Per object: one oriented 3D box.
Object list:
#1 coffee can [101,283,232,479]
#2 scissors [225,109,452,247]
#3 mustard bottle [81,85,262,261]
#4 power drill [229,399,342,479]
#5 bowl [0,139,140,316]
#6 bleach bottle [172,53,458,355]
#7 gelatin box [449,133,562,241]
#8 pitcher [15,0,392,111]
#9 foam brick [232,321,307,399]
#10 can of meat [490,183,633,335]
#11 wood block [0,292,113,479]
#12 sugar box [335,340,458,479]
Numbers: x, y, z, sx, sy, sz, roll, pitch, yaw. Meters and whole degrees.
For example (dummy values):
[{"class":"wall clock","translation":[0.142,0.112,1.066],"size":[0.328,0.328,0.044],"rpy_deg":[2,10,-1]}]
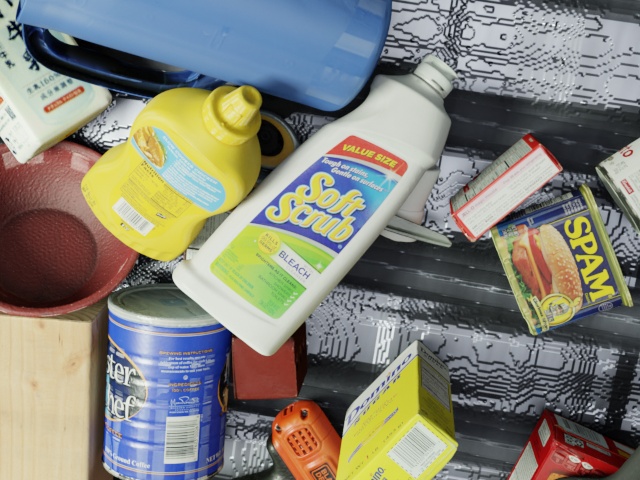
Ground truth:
[{"class":"coffee can","translation":[-0.125,0.116,0.876],"size":[0.103,0.102,0.140],"rpy_deg":[6,103,3]},{"class":"scissors","translation":[0.007,-0.050,0.836],"size":[0.202,0.016,0.096],"rpy_deg":[5,104,3]},{"class":"mustard bottle","translation":[-0.098,-0.058,0.776],"size":[0.096,0.058,0.192],"rpy_deg":[43,139,-10]},{"class":"power drill","translation":[-0.035,0.251,0.923],"size":[0.188,0.057,0.184],"rpy_deg":[-31,97,8]},{"class":"bowl","translation":[-0.224,-0.002,0.859],"size":[0.162,0.055,0.162],"rpy_deg":[5,61,-9]},{"class":"bleach bottle","translation":[0.006,-0.039,0.799],"size":[0.102,0.068,0.251],"rpy_deg":[39,93,-1]},{"class":"gelatin box","translation":[0.143,-0.042,0.836],"size":[0.089,0.073,0.030],"rpy_deg":[-41,96,11]},{"class":"pitcher","translation":[-0.083,-0.168,0.741],"size":[0.242,0.149,0.145],"rpy_deg":[17,84,-21]},{"class":"foam brick","translation":[-0.041,0.093,0.877],"size":[0.051,0.078,0.053],"rpy_deg":[-1,102,6]},{"class":"can of meat","translation":[0.191,0.017,0.854],"size":[0.084,0.057,0.102],"rpy_deg":[-21,99,11]},{"class":"wood block","translation":[-0.226,0.151,0.898],"size":[0.090,0.090,0.206],"rpy_deg":[4,103,4]},{"class":"sugar box","translation":[0.058,0.145,0.830],"size":[0.048,0.176,0.093],"rpy_deg":[42,101,-7]}]
